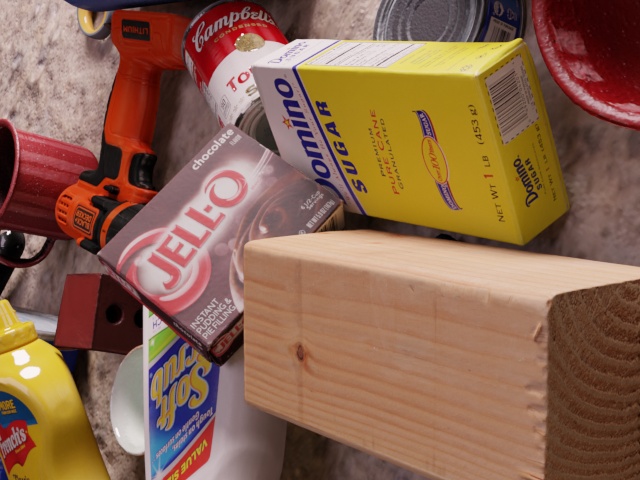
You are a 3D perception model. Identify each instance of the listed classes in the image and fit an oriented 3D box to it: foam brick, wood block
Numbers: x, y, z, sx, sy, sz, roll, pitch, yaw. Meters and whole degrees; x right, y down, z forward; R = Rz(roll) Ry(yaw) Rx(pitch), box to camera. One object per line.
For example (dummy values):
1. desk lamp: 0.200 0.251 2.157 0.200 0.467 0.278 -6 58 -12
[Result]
1. foam brick: -0.137 0.054 0.746 0.051 0.078 0.053 -2 78 50
2. wood block: 0.056 0.050 0.496 0.206 0.090 0.091 10 102 53

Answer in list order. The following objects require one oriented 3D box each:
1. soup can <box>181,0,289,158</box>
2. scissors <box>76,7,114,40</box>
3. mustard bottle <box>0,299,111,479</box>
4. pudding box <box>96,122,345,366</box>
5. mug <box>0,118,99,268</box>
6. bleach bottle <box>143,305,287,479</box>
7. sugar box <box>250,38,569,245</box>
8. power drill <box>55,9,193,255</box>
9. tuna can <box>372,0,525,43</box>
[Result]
1. soup can: -0.042 -0.100 0.685 0.069 0.068 0.102 -53 45 25
2. scissors: -0.221 -0.230 0.965 0.202 0.016 0.096 14 91 50
3. mustard bottle: -0.197 0.134 0.750 0.096 0.058 0.191 -13 97 51
4. pudding box: -0.054 0.001 0.600 0.090 0.039 0.113 36 71 22
5. mug: -0.238 -0.034 0.881 0.093 0.081 0.117 11 88 50
6. bleach bottle: -0.056 0.098 0.613 0.103 0.068 0.251 -29 49 30
7. sugar box: 0.041 -0.057 0.565 0.177 0.048 0.093 10 127 48
8. power drill: -0.126 -0.071 0.782 0.185 0.057 0.188 20 95 49
9. tuna can: 0.069 -0.117 0.590 0.086 0.033 0.086 -16 68 46
